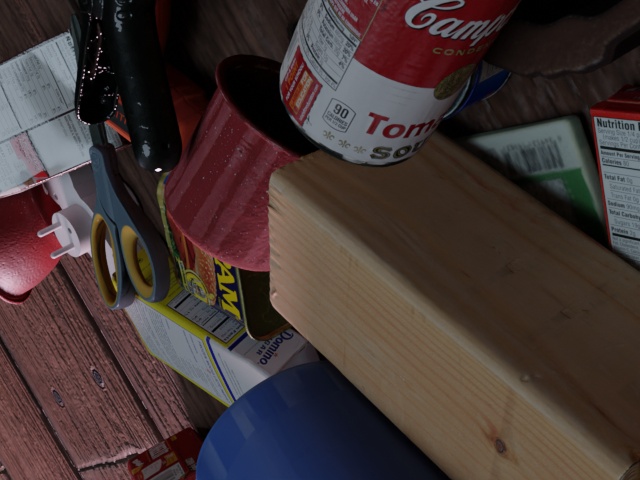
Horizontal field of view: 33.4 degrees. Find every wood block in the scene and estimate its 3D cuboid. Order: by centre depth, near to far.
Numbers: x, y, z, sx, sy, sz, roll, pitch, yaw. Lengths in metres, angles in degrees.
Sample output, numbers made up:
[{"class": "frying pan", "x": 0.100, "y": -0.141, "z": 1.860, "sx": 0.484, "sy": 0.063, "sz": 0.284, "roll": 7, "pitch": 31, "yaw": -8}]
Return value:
[{"class": "wood block", "x": 0.073, "y": 0.040, "z": 0.475, "sx": 0.206, "sy": 0.090, "sz": 0.091, "roll": 41, "pitch": 146, "yaw": 34}]

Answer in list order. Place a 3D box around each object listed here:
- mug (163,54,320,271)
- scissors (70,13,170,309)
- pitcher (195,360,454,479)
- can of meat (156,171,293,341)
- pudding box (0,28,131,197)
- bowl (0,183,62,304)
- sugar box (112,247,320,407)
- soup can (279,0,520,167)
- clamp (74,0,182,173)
[{"class": "mug", "x": -0.031, "y": -0.045, "z": 0.575, "sx": 0.093, "sy": 0.117, "sz": 0.082, "roll": 24, "pitch": 121, "yaw": -17}, {"class": "scissors", "x": -0.133, "y": -0.043, "z": 0.707, "sx": 0.096, "sy": 0.016, "sz": 0.202, "roll": 22, "pitch": 119, "yaw": 45}, {"class": "pitcher", "x": 0.039, "y": 0.176, "z": 0.479, "sx": 0.149, "sy": 0.144, "sz": 0.243, "roll": -55, "pitch": 46, "yaw": 17}, {"class": "can of meat", "x": -0.054, "y": 0.001, "z": 0.679, "sx": 0.084, "sy": 0.057, "sz": 0.102, "roll": 27, "pitch": 134, "yaw": 42}, {"class": "pudding box", "x": -0.196, "y": -0.090, "z": 0.758, "sx": 0.114, "sy": 0.039, "sz": 0.090, "roll": -21, "pitch": 99, "yaw": 14}, {"class": "bowl", "x": -0.244, "y": -0.033, "z": 0.855, "sx": 0.162, "sy": 0.055, "sz": 0.162, "roll": -19, "pitch": -90, "yaw": -86}, {"class": "sugar box", "x": -0.067, "y": 0.075, "z": 0.749, "sx": 0.176, "sy": 0.048, "sz": 0.093, "roll": 24, "pitch": 147, "yaw": 37}, {"class": "soup can", "x": 0.030, "y": -0.083, "z": 0.395, "sx": 0.068, "sy": 0.068, "sz": 0.102, "roll": 50, "pitch": 143, "yaw": 14}, {"class": "clamp", "x": -0.111, "y": -0.126, "z": 0.564, "sx": 0.120, "sy": 0.039, "sz": 0.171, "roll": 16, "pitch": 112, "yaw": 54}]
